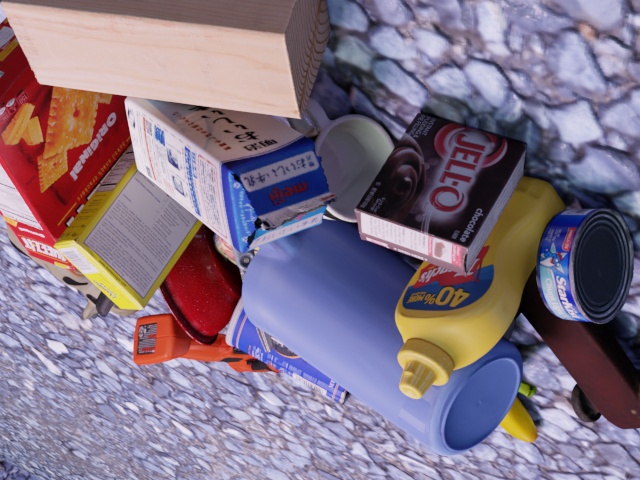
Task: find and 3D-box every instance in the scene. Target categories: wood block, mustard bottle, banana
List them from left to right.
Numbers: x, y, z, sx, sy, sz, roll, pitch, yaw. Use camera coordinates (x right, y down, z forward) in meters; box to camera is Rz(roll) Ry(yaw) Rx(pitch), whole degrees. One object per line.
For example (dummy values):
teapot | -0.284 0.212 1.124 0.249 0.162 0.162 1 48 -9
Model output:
wood block | -0.106 -0.160 0.765 0.206 0.090 0.090 9 149 13
mustard bottle | 0.109 0.037 0.805 0.096 0.191 0.058 -1 139 46
banana | 0.185 0.162 1.075 0.070 0.037 0.197 45 174 25

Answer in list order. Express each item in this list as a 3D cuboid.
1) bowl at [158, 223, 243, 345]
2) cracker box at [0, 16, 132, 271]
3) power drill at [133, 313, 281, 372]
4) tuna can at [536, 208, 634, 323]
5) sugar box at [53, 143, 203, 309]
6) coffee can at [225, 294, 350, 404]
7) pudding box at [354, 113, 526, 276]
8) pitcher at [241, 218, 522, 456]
bowl | -0.123 0.026 1.118 0.055 0.162 0.162 -24 130 12
cracker box | -0.235 -0.100 0.966 0.072 0.164 0.213 20 150 27
power drill | -0.108 0.123 1.236 0.187 0.057 0.185 12 164 -33
tuna can | 0.198 0.018 0.799 0.034 0.086 0.086 3 141 46
sugar box | -0.155 -0.033 0.979 0.048 0.176 0.093 -5 135 46
coffee can | -0.015 0.096 1.128 0.140 0.102 0.103 27 153 9
pudding box | 0.090 -0.037 0.790 0.090 0.113 0.039 19 147 22
pitcher | 0.057 0.082 0.929 0.243 0.148 0.145 35 122 40
